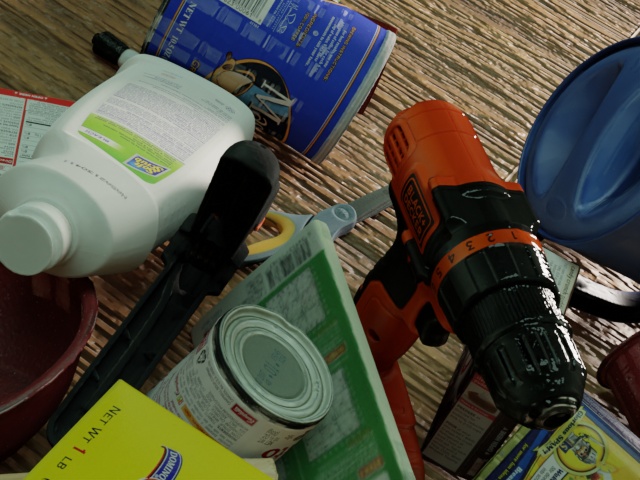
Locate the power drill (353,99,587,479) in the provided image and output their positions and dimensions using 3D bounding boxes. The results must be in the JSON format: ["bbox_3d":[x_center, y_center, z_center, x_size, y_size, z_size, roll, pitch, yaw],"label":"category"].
[{"bbox_3d":[0.053,0.052,0.529,0.057,0.188,0.184,5,44,-22],"label":"power drill"}]

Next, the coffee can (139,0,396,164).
[{"bbox_3d":[-0.035,-0.130,0.716,0.140,0.103,0.102,30,43,-7],"label":"coffee can"}]

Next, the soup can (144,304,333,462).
[{"bbox_3d":[-0.050,0.085,0.507,0.068,0.102,0.068,31,32,-23],"label":"soup can"}]

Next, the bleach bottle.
[{"bbox_3d":[-0.113,-0.040,0.580,0.102,0.068,0.250,25,21,3],"label":"bleach bottle"}]

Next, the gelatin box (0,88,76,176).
[{"bbox_3d":[-0.185,-0.053,0.657,0.073,0.030,0.089,9,45,-14],"label":"gelatin box"}]

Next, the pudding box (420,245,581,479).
[{"bbox_3d":[0.102,0.067,0.603,0.039,0.090,0.113,26,44,4],"label":"pudding box"}]

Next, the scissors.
[{"bbox_3d":[0.015,0.002,0.688,0.201,0.016,0.096,-10,54,-29],"label":"scissors"}]

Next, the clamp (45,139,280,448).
[{"bbox_3d":[-0.053,0.001,0.530,0.036,0.165,0.209,35,22,-3],"label":"clamp"}]

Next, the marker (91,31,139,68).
[{"bbox_3d":[-0.113,-0.111,0.747,0.121,0.020,0.020,35,46,15],"label":"marker"}]

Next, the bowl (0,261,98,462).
[{"bbox_3d":[-0.180,0.065,0.502,0.162,0.055,0.162,-4,30,2],"label":"bowl"}]
